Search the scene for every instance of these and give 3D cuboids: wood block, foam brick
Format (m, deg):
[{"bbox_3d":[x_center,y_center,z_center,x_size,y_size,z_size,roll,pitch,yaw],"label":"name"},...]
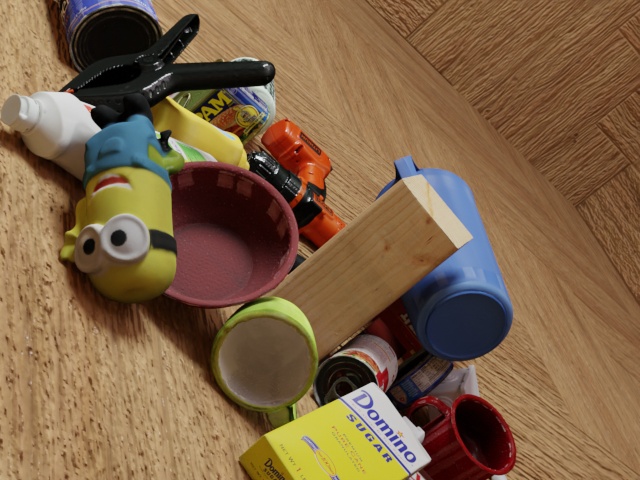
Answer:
[{"bbox_3d":[0.045,0.032,1.110,0.090,0.206,0.090,52,19,7],"label":"wood block"},{"bbox_3d":[0.055,0.127,1.192,0.051,0.053,0.078,52,18,6],"label":"foam brick"}]

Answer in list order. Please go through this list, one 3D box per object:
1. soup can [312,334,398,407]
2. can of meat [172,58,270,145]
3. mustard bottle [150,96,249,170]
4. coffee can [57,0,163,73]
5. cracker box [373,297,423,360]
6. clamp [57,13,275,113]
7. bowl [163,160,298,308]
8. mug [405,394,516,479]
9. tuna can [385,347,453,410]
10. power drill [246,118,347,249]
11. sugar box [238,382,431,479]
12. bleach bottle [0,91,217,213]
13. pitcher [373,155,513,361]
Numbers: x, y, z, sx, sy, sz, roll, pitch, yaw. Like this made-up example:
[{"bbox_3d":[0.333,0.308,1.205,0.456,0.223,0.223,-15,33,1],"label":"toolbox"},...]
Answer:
[{"bbox_3d":[0.038,0.140,1.103,0.068,0.069,0.102,51,17,4],"label":"soup can"},{"bbox_3d":[-0.121,-0.148,1.253,0.083,0.102,0.057,40,19,-33],"label":"can of meat"},{"bbox_3d":[-0.141,-0.110,1.173,0.096,0.058,0.191,20,-4,37],"label":"mustard bottle"},{"bbox_3d":[-0.238,-0.256,1.188,0.102,0.103,0.140,32,25,-43],"label":"coffee can"},{"bbox_3d":[0.124,0.070,1.443,0.164,0.072,0.213,51,18,5],"label":"cracker box"},{"bbox_3d":[-0.172,-0.173,1.082,0.165,0.209,0.036,47,-30,47],"label":"clamp"},{"bbox_3d":[-0.103,0.005,0.980,0.162,0.055,0.162,6,55,-9],"label":"bowl"},{"bbox_3d":[0.139,0.216,1.140,0.117,0.082,0.093,44,36,-6],"label":"mug"},{"bbox_3d":[0.109,0.155,1.213,0.034,0.086,0.086,51,18,-1],"label":"tuna can"},{"bbox_3d":[-0.037,-0.084,1.398,0.184,0.057,0.187,45,21,-28],"label":"power drill"},{"bbox_3d":[0.018,0.189,0.927,0.093,0.048,0.175,53,34,14],"label":"sugar box"},{"bbox_3d":[-0.189,-0.075,1.008,0.250,0.068,0.103,23,29,-50],"label":"bleach bottle"},{"bbox_3d":[0.137,0.019,1.234,0.149,0.145,0.243,20,27,-19],"label":"pitcher"}]
